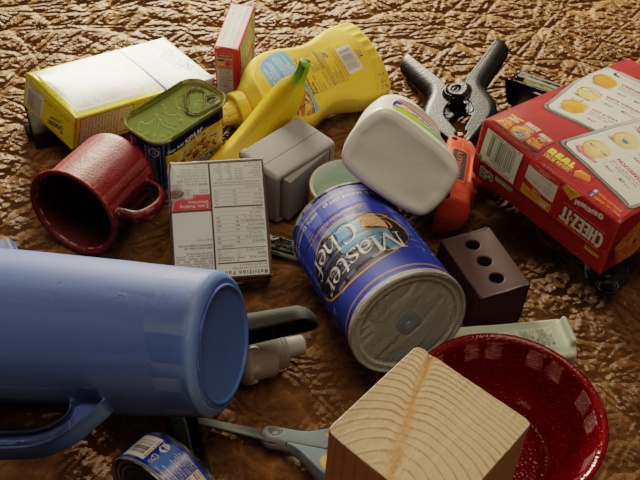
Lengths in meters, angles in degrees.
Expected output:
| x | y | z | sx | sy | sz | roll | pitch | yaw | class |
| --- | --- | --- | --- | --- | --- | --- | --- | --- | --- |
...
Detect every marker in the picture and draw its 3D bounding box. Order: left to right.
| x | y | z | sx | sy | sz | roll | pitch | yaw | class |
| --- | --- | --- | --- | --- | --- | --- | --- | --- | --- |
| -0.057 | 0.001 | 1.003 | 0.121 | 0.020 | 0.020 | 14 | 47 | 11 | marker |

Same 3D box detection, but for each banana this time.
| x | y | z | sx | sy | sz | roll | pitch | yaw | class |
| --- | --- | --- | --- | --- | --- | --- | --- | --- | --- |
| -0.077 | -0.096 | 1.051 | 0.037 | 0.069 | 0.198 | 37 | 83 | 20 | banana |

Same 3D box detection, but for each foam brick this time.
| x | y | z | sx | sy | sz | roll | pitch | yaw | class |
| --- | --- | --- | --- | --- | --- | --- | --- | --- | --- |
| 0.144 | 0.035 | 0.960 | 0.053 | 0.051 | 0.078 | -15 | 49 | -18 | foam brick |

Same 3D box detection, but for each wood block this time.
| x | y | z | sx | sy | sz | roll | pitch | yaw | class |
| --- | --- | --- | --- | --- | --- | --- | --- | --- | --- |
| 0.060 | 0.182 | 0.705 | 0.090 | 0.206 | 0.090 | 34 | 53 | 26 | wood block |

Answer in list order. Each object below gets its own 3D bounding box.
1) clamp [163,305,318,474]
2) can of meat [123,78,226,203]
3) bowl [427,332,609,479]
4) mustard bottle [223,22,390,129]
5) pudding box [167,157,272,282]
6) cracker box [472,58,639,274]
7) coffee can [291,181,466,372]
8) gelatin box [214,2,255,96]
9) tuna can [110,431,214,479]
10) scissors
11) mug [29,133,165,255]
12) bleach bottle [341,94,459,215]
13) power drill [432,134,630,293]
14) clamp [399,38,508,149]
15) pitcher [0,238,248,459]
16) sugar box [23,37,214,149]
| x | y | z | sx | sy | sz | roll | pitch | yaw | class |
| --- | --- | --- | --- | --- | --- | --- | --- | --- | --- |
| -0.121 | 0.102 | 0.867 | 0.210 | 0.036 | 0.164 | 16 | 69 | 32 | clamp |
| -0.140 | -0.097 | 1.048 | 0.057 | 0.084 | 0.102 | 33 | 52 | 25 | can of meat |
| 0.141 | 0.152 | 0.843 | 0.162 | 0.055 | 0.162 | 2 | 46 | -2 | bowl |
| -0.027 | -0.161 | 1.131 | 0.191 | 0.058 | 0.096 | -24 | 77 | -23 | mustard bottle |
| -0.092 | -0.017 | 0.969 | 0.090 | 0.039 | 0.113 | -3 | 84 | -8 | pudding box |
| 0.273 | -0.075 | 0.988 | 0.213 | 0.072 | 0.164 | -24 | 52 | -32 | cracker box |
| 0.047 | 0.029 | 0.909 | 0.102 | 0.103 | 0.140 | -14 | 38 | -16 | coffee can |
| -0.093 | -0.204 | 1.163 | 0.030 | 0.073 | 0.089 | 7 | 46 | 4 | gelatin box |
| -0.111 | 0.182 | 0.778 | 0.086 | 0.086 | 0.033 | 31 | 50 | 24 | tuna can |
| -0.029 | 0.165 | 0.830 | 0.201 | 0.016 | 0.096 | 4 | 21 | 0 | scissors |
| -0.197 | -0.045 | 0.989 | 0.117 | 0.093 | 0.081 | 12 | 40 | 23 | mug |
| 0.073 | -0.100 | 1.017 | 0.102 | 0.068 | 0.251 | 36 | 15 | -9 | bleach bottle |
| 0.205 | -0.030 | 1.026 | 0.187 | 0.057 | 0.184 | 10 | 42 | 3 | power drill |
| 0.138 | -0.154 | 1.152 | 0.120 | 0.039 | 0.171 | -6 | 46 | 20 | clamp |
| -0.186 | 0.080 | 0.806 | 0.243 | 0.149 | 0.144 | 2 | 7 | 19 | pitcher |
| -0.207 | -0.155 | 1.108 | 0.175 | 0.048 | 0.093 | -22 | 52 | -41 | sugar box |
